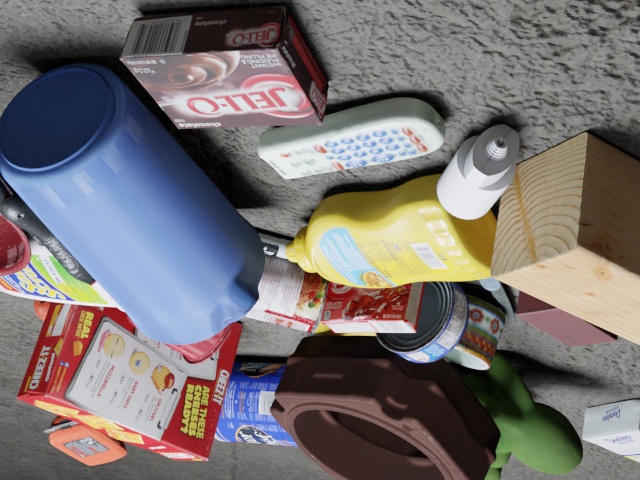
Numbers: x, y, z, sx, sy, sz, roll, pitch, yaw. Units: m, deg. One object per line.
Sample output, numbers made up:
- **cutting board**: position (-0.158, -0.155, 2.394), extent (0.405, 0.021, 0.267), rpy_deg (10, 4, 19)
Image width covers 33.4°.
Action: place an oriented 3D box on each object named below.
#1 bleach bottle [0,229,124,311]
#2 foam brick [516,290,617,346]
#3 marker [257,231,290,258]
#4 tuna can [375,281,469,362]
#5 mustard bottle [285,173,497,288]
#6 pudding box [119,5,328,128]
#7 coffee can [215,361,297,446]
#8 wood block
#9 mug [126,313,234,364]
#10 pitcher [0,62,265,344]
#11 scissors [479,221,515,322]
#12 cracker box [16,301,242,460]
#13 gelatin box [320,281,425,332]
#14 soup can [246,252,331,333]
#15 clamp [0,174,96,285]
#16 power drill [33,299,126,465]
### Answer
- **bleach bottle**: position (-0.285, 0.023, 1.076), extent (0.251, 0.068, 0.102), rpy_deg (-3, 132, 35)
- **foam brick**: position (0.215, 0.052, 0.919), extent (0.078, 0.051, 0.053), rpy_deg (29, 152, -33)
- **marker**: position (-0.056, 0.001, 0.979), extent (0.121, 0.020, 0.020), rpy_deg (15, 156, -6)
- **tuna can**: position (0.092, 0.067, 0.971), extent (0.086, 0.086, 0.033), rpy_deg (-8, 151, 39)
- **mustard bottle**: position (0.047, -0.001, 0.872), extent (0.192, 0.058, 0.096), rpy_deg (-9, 138, 40)
- **pudding box**: position (-0.061, -0.111, 0.704), extent (0.114, 0.039, 0.090), rpy_deg (3, 155, 22)
- **coffee can**: position (-0.060, 0.203, 1.328), extent (0.140, 0.102, 0.102), rpy_deg (-2, 153, 29)
- **wood block**: position (0.235, 0.015, 0.775), extent (0.205, 0.091, 0.090), rpy_deg (23, 154, -24)
- **mug**: position (-0.134, 0.060, 1.081), extent (0.081, 0.093, 0.117), rpy_deg (34, 118, -31)
- **pitcher**: position (-0.155, -0.030, 0.843), extent (0.149, 0.145, 0.242), rpy_deg (-14, 146, 13)
- **scissors**: position (0.133, 0.029, 0.952), extent (0.096, 0.016, 0.202), rpy_deg (10, 156, 10)
- **cracker box**: position (-0.201, 0.130, 1.160), extent (0.213, 0.164, 0.072), rpy_deg (31, 152, -36)
- **gelatin box**: position (0.048, 0.044, 0.957), extent (0.089, 0.073, 0.030), rpy_deg (-3, 151, 34)
- **soup can**: position (-0.047, 0.043, 1.007), extent (0.102, 0.068, 0.069), rpy_deg (15, 156, -6)
- **clamp**: position (-0.236, -0.025, 0.909), extent (0.039, 0.120, 0.171), rpy_deg (-28, 145, 0)
- **power drill**: position (-0.270, 0.161, 1.245), extent (0.057, 0.188, 0.184), rpy_deg (-20, 149, 10)
